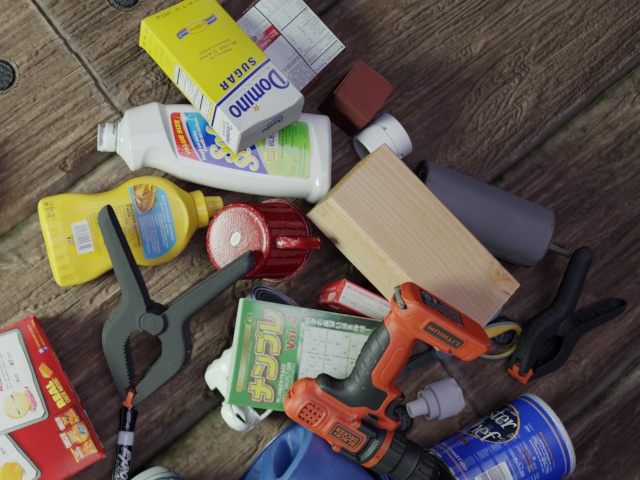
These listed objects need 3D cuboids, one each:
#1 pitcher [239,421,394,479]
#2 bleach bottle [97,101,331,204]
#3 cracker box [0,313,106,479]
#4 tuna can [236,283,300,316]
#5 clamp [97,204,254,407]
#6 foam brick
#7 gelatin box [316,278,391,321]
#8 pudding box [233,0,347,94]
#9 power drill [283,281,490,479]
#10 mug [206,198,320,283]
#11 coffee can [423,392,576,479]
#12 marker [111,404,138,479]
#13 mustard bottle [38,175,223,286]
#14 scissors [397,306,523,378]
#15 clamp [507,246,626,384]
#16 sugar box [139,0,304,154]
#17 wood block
[{"bbox_3d":[0.034,0.304,1.139,0.242,0.145,0.149,42,87,-11],"label":"pitcher"},{"bbox_3d":[-0.116,-0.097,1.167,0.250,0.068,0.102,2,79,-13],"label":"bleach bottle"},{"bbox_3d":[-0.347,0.193,1.066,0.213,0.072,0.164,-27,91,-16],"label":"cracker box"},{"bbox_3d":[-0.048,0.087,1.152,0.086,0.086,0.034,37,107,-9],"label":"tuna can"},{"bbox_3d":[-0.180,0.071,1.103,0.164,0.036,0.210,25,106,-2],"label":"clamp"},{"bbox_3d":[0.040,-0.161,1.209,0.051,0.078,0.053,39,75,-7],"label":"foam brick"},{"bbox_3d":[0.048,0.076,1.187,0.089,0.073,0.030,25,78,-12],"label":"gelatin box"},{"bbox_3d":[-0.039,-0.228,1.215,0.090,0.039,0.113,-45,99,-16],"label":"pudding box"},{"bbox_3d":[0.084,0.148,1.066,0.184,0.057,0.188,32,106,-16],"label":"power drill"},{"bbox_3d":[-0.057,0.001,1.132,0.117,0.081,0.093,6,93,28],"label":"mug"},{"bbox_3d":[0.198,0.247,1.195,0.140,0.103,0.103,-25,91,-17],"label":"coffee can"},{"bbox_3d":[-0.209,0.234,1.127,0.020,0.020,0.121,8,82,-15],"label":"marker"},{"bbox_3d":[-0.196,-0.018,1.136,0.191,0.058,0.096,-14,95,-17],"label":"mustard bottle"},{"bbox_3d":[0.144,0.108,1.241,0.201,0.016,0.096,-6,84,-16],"label":"scissors"},{"bbox_3d":[0.282,0.090,1.251,0.171,0.039,0.120,-41,119,-13],"label":"clamp"},{"bbox_3d":[-0.107,-0.183,1.149,0.093,0.048,0.176,-33,70,-28],"label":"sugar box"},{"bbox_3d":[0.096,0.009,1.127,0.206,0.090,0.090,46,70,-4],"label":"wood block"}]
